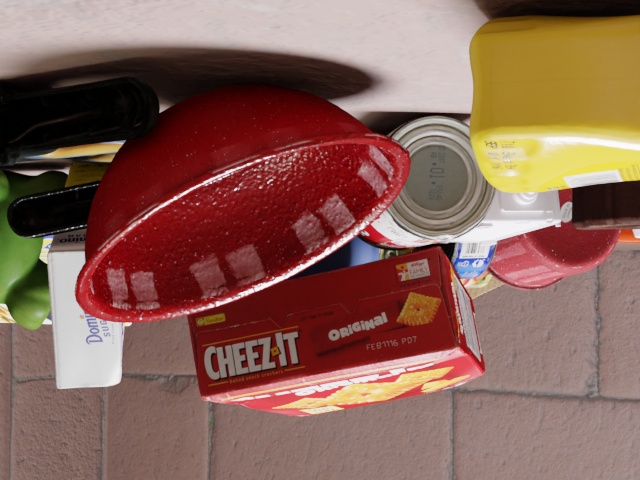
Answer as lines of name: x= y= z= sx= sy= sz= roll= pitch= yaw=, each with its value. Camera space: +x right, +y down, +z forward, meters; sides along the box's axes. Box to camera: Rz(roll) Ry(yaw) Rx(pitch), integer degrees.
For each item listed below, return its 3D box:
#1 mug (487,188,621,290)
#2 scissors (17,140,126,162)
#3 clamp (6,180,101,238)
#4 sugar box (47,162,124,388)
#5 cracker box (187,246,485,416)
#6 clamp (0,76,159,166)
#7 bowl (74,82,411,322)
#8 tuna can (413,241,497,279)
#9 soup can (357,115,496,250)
mug: x=0.178 y=-0.013 z=0.783 sx=0.117 sy=0.093 sz=0.081 roll=-2 pitch=173 yaw=-11
scissors: x=-0.169 y=-0.053 z=0.645 sx=0.202 sy=0.016 sz=0.096 roll=-3 pitch=177 yaw=40
clamp: x=-0.054 y=-0.040 z=0.617 sx=0.209 sy=0.036 sz=0.165 roll=-8 pitch=172 yaw=-39
sugar box: x=-0.150 y=0.017 z=0.709 sx=0.048 sy=0.093 sz=0.176 roll=-2 pitch=-158 yaw=-11
cracker box: x=0.022 y=0.072 z=0.733 sx=0.164 sy=0.072 sz=0.213 roll=-13 pitch=167 yaw=10
clamp: x=-0.156 y=-0.050 z=0.463 sx=0.120 sy=0.039 sz=0.172 roll=3 pitch=176 yaw=-32
bowl: x=-0.043 y=-0.023 z=0.487 sx=0.162 sy=0.055 sz=0.162 roll=-23 pitch=161 yaw=-8
tuna can: x=0.096 y=-0.014 z=0.770 sx=0.033 sy=0.086 sz=0.086 roll=-1 pitch=178 yaw=-17
soup can: x=0.053 y=-0.030 z=0.603 sx=0.068 sy=0.068 sz=0.102 roll=0 pitch=177 yaw=-10
